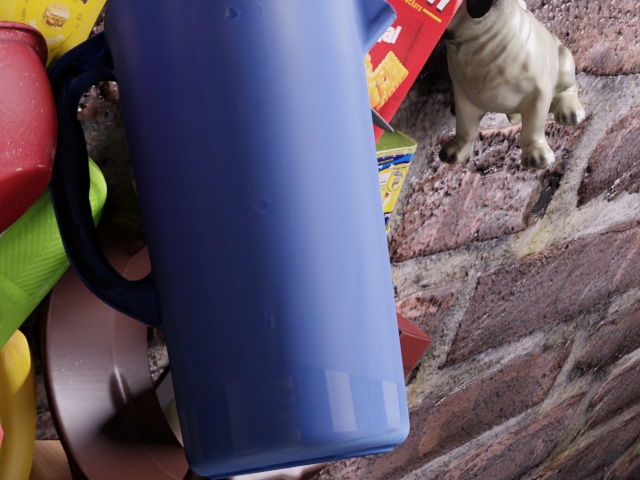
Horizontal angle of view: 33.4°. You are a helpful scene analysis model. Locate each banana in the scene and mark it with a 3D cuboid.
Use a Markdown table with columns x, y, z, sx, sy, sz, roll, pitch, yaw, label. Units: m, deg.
| x | y | z | sx | sy | sz | roll | pitch | yaw | label |
| --- | --- | --- | --- | --- | --- | --- | --- | --- | --- |
| -0.216 | 0.127 | 0.733 | 0.037 | 0.069 | 0.198 | 6 | 118 | -10 | banana |

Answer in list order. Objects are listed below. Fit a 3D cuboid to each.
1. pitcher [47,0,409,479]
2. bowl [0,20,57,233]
| x | y | z | sx | sy | sz | roll | pitch | yaw | label |
| --- | --- | --- | --- | --- | --- | --- | --- | --- | --- |
| -0.039 | -0.008 | 0.532 | 0.144 | 0.243 | 0.149 | 2 | 163 | -43 | pitcher |
| -0.176 | -0.026 | 0.484 | 0.162 | 0.055 | 0.162 | -38 | 177 | -2 | bowl |
